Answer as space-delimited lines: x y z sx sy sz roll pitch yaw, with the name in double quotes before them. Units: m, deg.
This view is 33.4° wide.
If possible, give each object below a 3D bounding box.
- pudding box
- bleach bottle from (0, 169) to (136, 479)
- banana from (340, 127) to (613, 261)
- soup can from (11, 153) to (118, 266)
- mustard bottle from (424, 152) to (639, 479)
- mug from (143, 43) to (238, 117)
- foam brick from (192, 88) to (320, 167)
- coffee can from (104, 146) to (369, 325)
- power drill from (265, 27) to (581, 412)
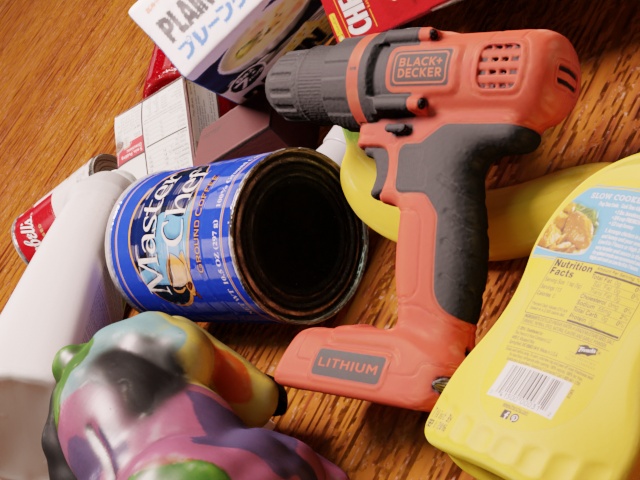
"pudding box" -0.116 -0.060 0.831 0.090 0.039 0.113 -22 68 36
"bleach bottle" -0.162 0.038 0.719 0.068 0.102 0.250 3 36 3
"banana" 0.071 -0.023 0.565 0.037 0.069 0.198 -21 27 -37
"soup can" -0.203 -0.020 0.907 0.102 0.068 0.068 -33 34 25
"mustard bottle" 0.128 0.022 0.445 0.096 0.058 0.191 17 70 51
"mug" -0.092 -0.144 0.882 0.117 0.093 0.081 -24 44 34
"foam brick" -0.046 -0.066 0.772 0.078 0.051 0.053 -28 36 31
"coffee can" -0.054 0.001 0.660 0.141 0.102 0.102 -4 53 50
"power drill" 0.031 -0.014 0.532 0.185 0.057 0.187 5 84 43
